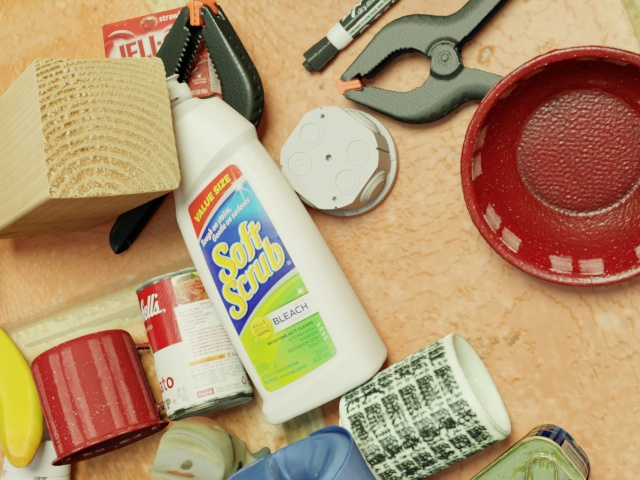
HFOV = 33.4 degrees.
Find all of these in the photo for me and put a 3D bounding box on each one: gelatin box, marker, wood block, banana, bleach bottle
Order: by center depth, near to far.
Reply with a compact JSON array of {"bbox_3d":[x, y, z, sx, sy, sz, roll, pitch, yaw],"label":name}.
[{"bbox_3d":[-0.055,0.001,0.764,0.103,0.068,0.251,-29,94,22],"label":"bleach bottle"},{"bbox_3d":[-0.184,-0.060,0.767,0.206,0.090,0.091,-15,82,60],"label":"wood block"},{"bbox_3d":[0.033,-0.169,0.795,0.121,0.020,0.020,-41,78,13],"label":"marker"},{"bbox_3d":[-0.125,-0.141,0.840,0.089,0.030,0.073,-8,87,17],"label":"gelatin box"},{"bbox_3d":[-0.268,0.105,0.857,0.198,0.069,0.037,41,129,27],"label":"banana"}]

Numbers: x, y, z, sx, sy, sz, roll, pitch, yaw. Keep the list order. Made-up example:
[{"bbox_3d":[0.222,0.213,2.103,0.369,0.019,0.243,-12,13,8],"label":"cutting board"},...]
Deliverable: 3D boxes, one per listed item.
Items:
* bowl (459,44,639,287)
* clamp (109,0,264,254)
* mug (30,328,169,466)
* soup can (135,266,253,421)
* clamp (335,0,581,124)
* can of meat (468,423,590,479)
[{"bbox_3d":[0.176,-0.053,0.714,0.162,0.055,0.162,3,108,11],"label":"bowl"},{"bbox_3d":[-0.097,-0.074,0.807,0.165,0.036,0.210,-1,105,19],"label":"clamp"},{"bbox_3d":[-0.162,0.115,0.824,0.117,0.093,0.081,-19,77,-11],"label":"mug"},{"bbox_3d":[-0.094,0.078,0.802,0.069,0.068,0.102,-20,77,17],"label":"soup can"},{"bbox_3d":[0.099,-0.121,0.764,0.172,0.039,0.120,-23,79,16],"label":"clamp"},{"bbox_3d":[0.133,0.172,0.722,0.102,0.083,0.057,-42,77,13],"label":"can of meat"}]
